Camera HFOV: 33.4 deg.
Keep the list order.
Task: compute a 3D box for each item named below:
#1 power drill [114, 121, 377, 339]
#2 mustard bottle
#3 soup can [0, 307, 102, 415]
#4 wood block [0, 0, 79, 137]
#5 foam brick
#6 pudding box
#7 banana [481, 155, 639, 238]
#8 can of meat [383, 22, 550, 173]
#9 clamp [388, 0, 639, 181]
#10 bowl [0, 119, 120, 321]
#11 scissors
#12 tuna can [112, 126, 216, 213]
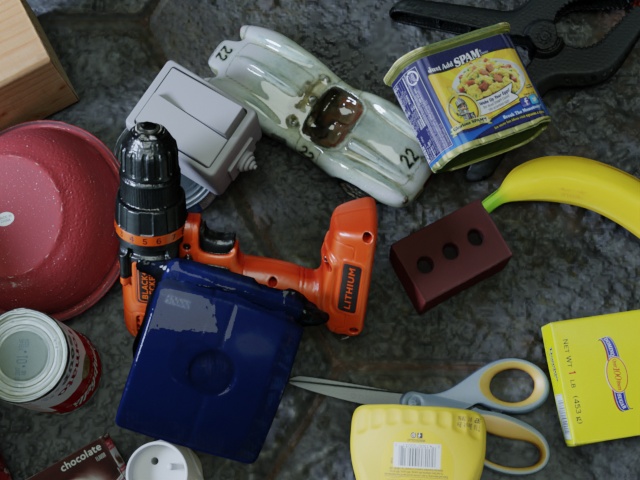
[{"bbox_3d":[-0.055,0.001,0.774,0.187,0.184,0.057,5,38,0],"label":"power drill"},{"bbox_3d":[0.065,0.214,0.745,0.096,0.058,0.191,2,74,6],"label":"mustard bottle"},{"bbox_3d":[-0.204,0.090,0.781,0.068,0.102,0.068,0,77,1],"label":"soup can"},{"bbox_3d":[-0.310,-0.113,0.838,0.206,0.090,0.091,-28,77,-4],"label":"wood block"},{"bbox_3d":[0.098,0.013,0.815,0.078,0.051,0.053,-29,77,-5],"label":"foam brick"},{"bbox_3d":[-0.183,0.207,0.779,0.113,0.039,0.090,-31,89,-6],"label":"pudding box"},{"bbox_3d":[0.226,-0.021,0.829,0.198,0.037,0.070,21,105,9],"label":"banana"},{"bbox_3d":[0.112,-0.105,0.798,0.102,0.057,0.084,-20,79,-21],"label":"can of meat"},{"bbox_3d":[0.177,-0.146,0.856,0.210,0.036,0.164,-17,79,2],"label":"clamp"},{"bbox_3d":[-0.226,-0.016,0.812,0.162,0.055,0.162,-1,86,13],"label":"bowl"},{"bbox_3d":[0.086,0.110,0.811,0.202,0.016,0.096,26,78,7],"label":"scissors"},{"bbox_3d":[-0.119,-0.059,0.847,0.086,0.034,0.086,0,77,2],"label":"tuna can"}]
